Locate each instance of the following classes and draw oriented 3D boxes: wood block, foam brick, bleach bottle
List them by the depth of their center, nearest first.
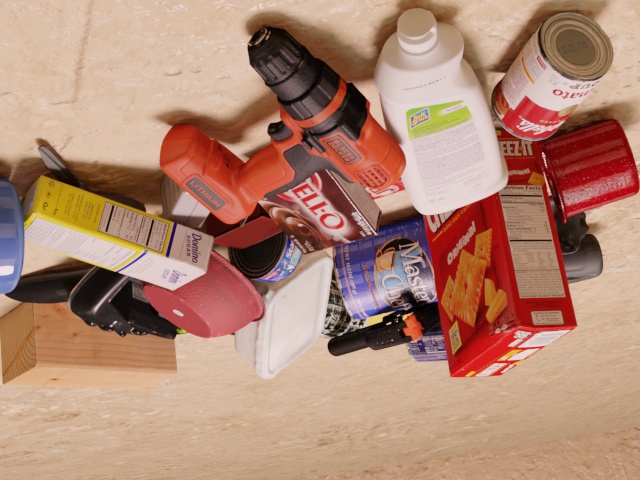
[{"bbox_3d":[0.105,-0.114,0.925,0.102,0.068,0.250,-22,151,1],"label":"bleach bottle"},{"bbox_3d":[-0.074,-0.030,1.096,0.078,0.051,0.052,-23,156,33],"label":"foam brick"},{"bbox_3d":[-0.299,0.139,1.386,0.205,0.090,0.091,10,153,-41],"label":"wood block"}]

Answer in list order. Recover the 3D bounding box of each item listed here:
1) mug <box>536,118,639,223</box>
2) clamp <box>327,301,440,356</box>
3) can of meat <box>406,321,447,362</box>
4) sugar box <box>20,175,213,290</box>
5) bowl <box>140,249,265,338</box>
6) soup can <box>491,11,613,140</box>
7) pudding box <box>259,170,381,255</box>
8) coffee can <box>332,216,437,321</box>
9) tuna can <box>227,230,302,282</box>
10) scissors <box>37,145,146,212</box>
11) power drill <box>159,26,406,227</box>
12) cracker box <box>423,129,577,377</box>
[{"bbox_3d":[0.273,-0.076,1.094,0.081,0.093,0.117,-18,-171,8],"label":"mug"},{"bbox_3d":[0.103,0.101,1.300,0.164,0.036,0.210,-23,179,-13],"label":"clamp"},{"bbox_3d":[0.172,0.120,1.393,0.084,0.057,0.101,-10,-167,46],"label":"can of meat"},{"bbox_3d":[-0.202,-0.004,1.032,0.176,0.048,0.093,18,159,-25],"label":"sugar box"},{"bbox_3d":[-0.141,0.058,1.166,0.162,0.055,0.162,28,155,14],"label":"bowl"},{"bbox_3d":[0.196,-0.139,0.907,0.068,0.068,0.102,-3,158,-16],"label":"soup can"},{"bbox_3d":[-0.006,-0.042,1.041,0.090,0.039,0.113,-15,132,33],"label":"pudding box"},{"bbox_3d":[0.096,0.029,1.252,0.140,0.103,0.102,-14,159,14],"label":"coffee can"},{"bbox_3d":[-0.057,0.001,1.137,0.086,0.086,0.033,-25,156,35],"label":"tuna can"},{"bbox_3d":[-0.217,-0.047,1.037,0.096,0.016,0.202,-2,159,-11],"label":"scissors"},{"bbox_3d":[-0.047,-0.089,0.906,0.188,0.057,0.184,-17,134,36],"label":"power drill"},{"bbox_3d":[0.174,0.016,1.095,0.072,0.214,0.164,0,157,-19],"label":"cracker box"}]
